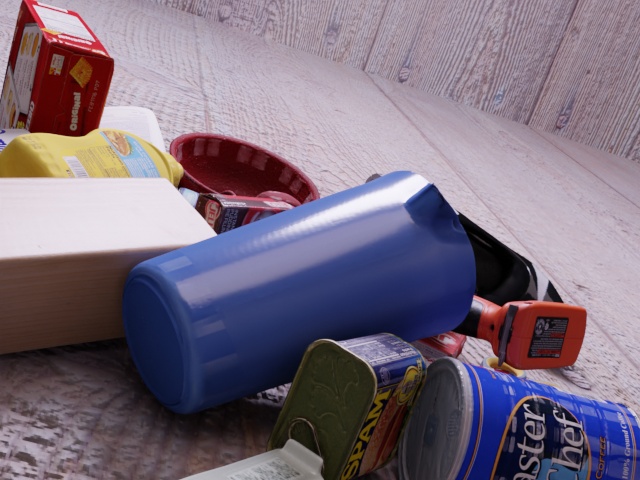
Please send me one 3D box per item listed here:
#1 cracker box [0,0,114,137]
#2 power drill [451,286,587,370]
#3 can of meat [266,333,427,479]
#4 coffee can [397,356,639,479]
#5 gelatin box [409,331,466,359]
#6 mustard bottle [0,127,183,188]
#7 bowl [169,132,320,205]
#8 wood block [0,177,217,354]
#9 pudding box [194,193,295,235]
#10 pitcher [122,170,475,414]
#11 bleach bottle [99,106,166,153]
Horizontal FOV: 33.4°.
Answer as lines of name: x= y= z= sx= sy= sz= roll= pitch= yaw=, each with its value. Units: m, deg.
cracker box: x=-0.274 y=-0.139 z=1.079 sx=0.072 sy=0.164 sz=0.214 roll=10 pitch=19 yaw=-26
power drill: x=0.134 y=0.061 z=0.940 sx=0.188 sy=0.057 sz=0.184 roll=15 pitch=8 yaw=42
can of meat: x=0.021 y=0.114 z=0.714 sx=0.057 sy=0.102 sz=0.083 roll=29 pitch=16 yaw=28
coffee can: x=0.138 y=0.147 z=0.739 sx=0.140 sy=0.103 sz=0.103 roll=16 pitch=16 yaw=-15
gelatin box: x=0.087 y=0.090 z=0.997 sx=0.089 sy=0.030 sz=0.073 roll=23 pitch=16 yaw=13
mustard bottle: x=-0.180 y=-0.050 z=0.912 sx=0.096 sy=0.058 sz=0.191 roll=57 pitch=30 yaw=9
bowl: x=-0.084 y=-0.048 z=1.086 sx=0.162 sy=0.055 sz=0.162 roll=20 pitch=24 yaw=-9
wood block: x=-0.185 y=0.014 z=0.760 sx=0.205 sy=0.091 sz=0.090 roll=-4 pitch=42 yaw=-47
pudding box: x=-0.072 y=0.019 z=0.891 sx=0.089 sy=0.113 sz=0.039 roll=2 pitch=21 yaw=-47
pitcher: x=-0.019 y=0.045 z=0.786 sx=0.242 sy=0.149 sz=0.145 roll=-17 pitch=18 yaw=-32
bleach bottle: x=-0.209 y=-0.078 z=1.096 sx=0.102 sy=0.068 sz=0.251 roll=-5 pitch=21 yaw=-9
